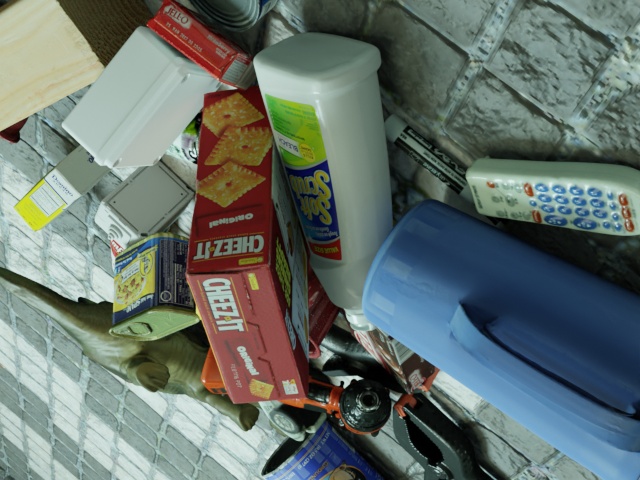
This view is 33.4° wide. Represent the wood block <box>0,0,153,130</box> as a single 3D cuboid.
[{"bbox_3d":[-0.258,-0.172,0.958,0.207,0.090,0.090,-17,117,37],"label":"wood block"}]

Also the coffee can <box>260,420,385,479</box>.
[{"bbox_3d":[0.013,0.294,1.284,0.140,0.102,0.103,46,151,-5],"label":"coffee can"}]

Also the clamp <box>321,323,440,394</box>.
[{"bbox_3d":[0.046,0.124,1.090,0.172,0.039,0.120,21,161,31],"label":"clamp"}]

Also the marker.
[{"bbox_3d":[0.097,-0.053,0.816,0.121,0.020,0.020,39,151,6],"label":"marker"}]

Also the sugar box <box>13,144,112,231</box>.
[{"bbox_3d":[-0.269,-0.070,1.162,0.048,0.093,0.177,48,150,-9],"label":"sugar box"}]

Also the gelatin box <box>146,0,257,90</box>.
[{"bbox_3d":[-0.090,-0.156,0.852,0.073,0.030,0.089,39,-172,7],"label":"gelatin box"}]

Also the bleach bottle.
[{"bbox_3d":[0.019,-0.033,0.842,0.103,0.068,0.251,25,138,47],"label":"bleach bottle"}]

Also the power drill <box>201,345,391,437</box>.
[{"bbox_3d":[-0.021,0.147,1.058,0.187,0.057,0.184,18,166,5],"label":"power drill"}]

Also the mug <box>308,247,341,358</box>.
[{"bbox_3d":[-0.017,0.050,1.008,0.093,0.081,0.117,33,159,-3],"label":"mug"}]

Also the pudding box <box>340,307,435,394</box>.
[{"bbox_3d":[0.058,0.079,0.977,0.090,0.039,0.113,43,164,33],"label":"pudding box"}]

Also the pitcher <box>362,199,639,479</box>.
[{"bbox_3d":[0.151,0.069,0.775,0.243,0.144,0.149,30,153,20],"label":"pitcher"}]

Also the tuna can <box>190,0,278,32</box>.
[{"bbox_3d":[-0.070,-0.203,0.807,0.086,0.033,0.086,31,148,21],"label":"tuna can"}]

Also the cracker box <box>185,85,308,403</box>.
[{"bbox_3d":[-0.056,0.001,0.882,0.072,0.213,0.164,-7,135,7],"label":"cracker box"}]

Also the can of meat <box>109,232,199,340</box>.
[{"bbox_3d":[-0.167,0.047,1.073,0.057,0.084,0.102,15,153,-39],"label":"can of meat"}]

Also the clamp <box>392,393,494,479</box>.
[{"bbox_3d":[0.142,0.237,1.121,0.165,0.036,0.210,9,138,44],"label":"clamp"}]
